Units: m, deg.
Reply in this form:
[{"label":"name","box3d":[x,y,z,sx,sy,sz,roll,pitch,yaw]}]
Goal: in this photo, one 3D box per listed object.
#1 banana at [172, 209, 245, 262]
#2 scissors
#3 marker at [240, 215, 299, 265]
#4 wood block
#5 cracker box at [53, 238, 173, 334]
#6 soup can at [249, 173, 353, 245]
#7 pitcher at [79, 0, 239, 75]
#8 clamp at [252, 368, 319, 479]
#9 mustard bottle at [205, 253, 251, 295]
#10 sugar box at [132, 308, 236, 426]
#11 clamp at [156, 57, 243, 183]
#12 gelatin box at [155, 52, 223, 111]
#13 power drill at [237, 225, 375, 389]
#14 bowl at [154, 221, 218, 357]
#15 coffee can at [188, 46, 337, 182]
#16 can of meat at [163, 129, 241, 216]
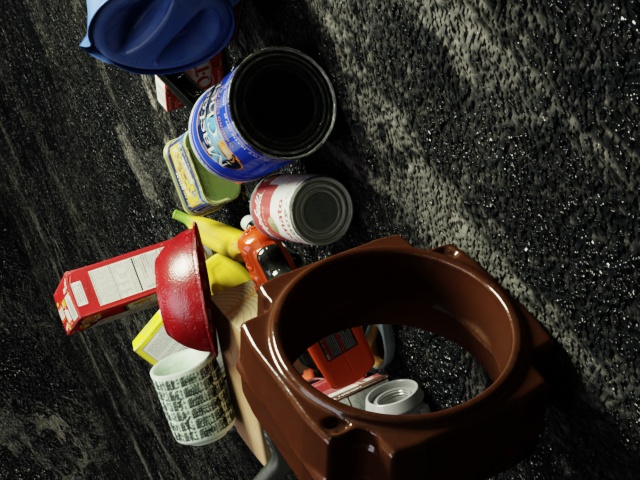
[{"label":"banana","box3d":[-0.118,0.001,1.314,0.198,0.069,0.037,21,97,57]},{"label":"scissors","box3d":[0.051,0.044,1.011,0.096,0.016,0.202,52,153,37]},{"label":"marker","box3d":[-0.058,0.001,1.226,0.121,0.020,0.020,39,144,52]},{"label":"wood block","box3d":[-0.060,0.155,1.277,0.090,0.090,0.206,40,145,51]},{"label":"cracker box","box3d":[-0.250,0.055,1.468,0.072,0.213,0.164,68,159,6]},{"label":"soup can","box3d":[-0.019,-0.031,1.037,0.102,0.068,0.068,9,119,65]},{"label":"pitcher","box3d":[-0.154,-0.291,1.003,0.145,0.149,0.243,125,138,-56]},{"label":"clamp","box3d":[-0.011,0.251,1.249,0.036,0.164,0.210,-98,18,-69]},{"label":"mustard bottle","box3d":[-0.127,0.095,1.420,0.096,0.058,0.192,44,154,11]},{"label":"sugar box","box3d":[-0.140,0.151,1.352,0.176,0.093,0.048,41,180,-19]},{"label":"clamp","box3d":[-0.101,-0.132,1.141,0.120,0.039,0.171,9,142,40]},{"label":"gelatin box","box3d":[-0.145,-0.194,1.179,0.030,0.073,0.089,51,152,40]},{"label":"power drill","box3d":[-0.013,0.083,1.100,0.184,0.057,0.188,62,167,-24]},{"label":"bowl","box3d":[-0.159,0.061,1.247,0.162,0.055,0.162,171,90,-87]},{"label":"coffee can","box3d":[-0.057,-0.115,1.002,0.140,0.102,0.103,-14,97,68]},{"label":"can of meat","box3d":[-0.142,-0.086,1.297,0.084,0.057,0.102,-16,95,67]}]
